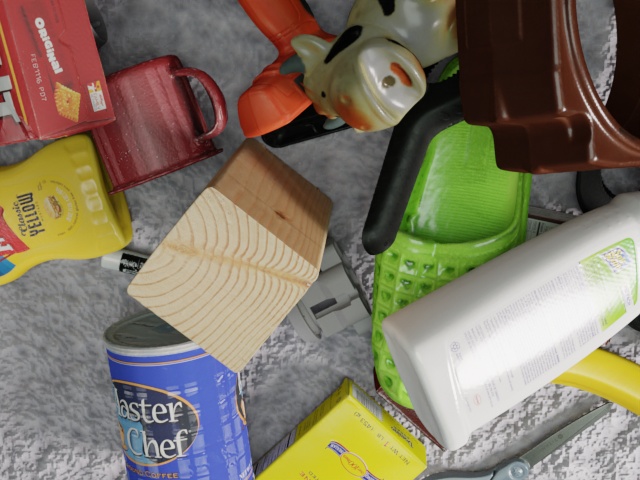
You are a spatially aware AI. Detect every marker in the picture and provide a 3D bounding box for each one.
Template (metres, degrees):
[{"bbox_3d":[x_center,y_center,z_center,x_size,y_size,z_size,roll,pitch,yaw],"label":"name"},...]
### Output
[{"bbox_3d":[-0.117,0.026,0.865,0.121,0.020,0.020,13,105,0],"label":"marker"}]

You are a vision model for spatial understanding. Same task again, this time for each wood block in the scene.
[{"bbox_3d":[-0.055,0.000,0.759,0.091,0.206,0.090,38,103,-6],"label":"wood block"}]

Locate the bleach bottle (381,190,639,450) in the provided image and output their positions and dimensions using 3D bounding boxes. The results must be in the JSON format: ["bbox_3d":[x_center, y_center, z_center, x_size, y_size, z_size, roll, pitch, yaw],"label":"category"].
[{"bbox_3d":[0.172,0.041,0.742,0.250,0.068,0.102,-27,116,-9],"label":"bleach bottle"}]

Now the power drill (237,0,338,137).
[{"bbox_3d":[-0.066,-0.170,0.746,0.057,0.184,0.187,-11,116,48],"label":"power drill"}]

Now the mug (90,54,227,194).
[{"bbox_3d":[-0.121,-0.091,0.796,0.117,0.093,0.081,-16,99,34],"label":"mug"}]

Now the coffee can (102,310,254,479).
[{"bbox_3d":[-0.111,0.133,0.849,0.103,0.103,0.140,-5,104,5],"label":"coffee can"}]

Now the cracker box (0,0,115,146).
[{"bbox_3d":[-0.253,-0.146,0.748,0.214,0.071,0.164,-1,108,43],"label":"cracker box"}]

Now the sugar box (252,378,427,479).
[{"bbox_3d":[-0.006,0.207,0.891,0.093,0.048,0.176,43,102,-7],"label":"sugar box"}]

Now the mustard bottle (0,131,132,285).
[{"bbox_3d":[-0.252,-0.015,0.843,0.192,0.058,0.096,-16,100,8],"label":"mustard bottle"}]

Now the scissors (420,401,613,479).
[{"bbox_3d":[0.165,0.211,0.897,0.202,0.016,0.096,-22,103,9],"label":"scissors"}]

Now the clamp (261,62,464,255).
[{"bbox_3d":[0.058,-0.105,0.786,0.210,0.165,0.036,-48,140,-3],"label":"clamp"}]
